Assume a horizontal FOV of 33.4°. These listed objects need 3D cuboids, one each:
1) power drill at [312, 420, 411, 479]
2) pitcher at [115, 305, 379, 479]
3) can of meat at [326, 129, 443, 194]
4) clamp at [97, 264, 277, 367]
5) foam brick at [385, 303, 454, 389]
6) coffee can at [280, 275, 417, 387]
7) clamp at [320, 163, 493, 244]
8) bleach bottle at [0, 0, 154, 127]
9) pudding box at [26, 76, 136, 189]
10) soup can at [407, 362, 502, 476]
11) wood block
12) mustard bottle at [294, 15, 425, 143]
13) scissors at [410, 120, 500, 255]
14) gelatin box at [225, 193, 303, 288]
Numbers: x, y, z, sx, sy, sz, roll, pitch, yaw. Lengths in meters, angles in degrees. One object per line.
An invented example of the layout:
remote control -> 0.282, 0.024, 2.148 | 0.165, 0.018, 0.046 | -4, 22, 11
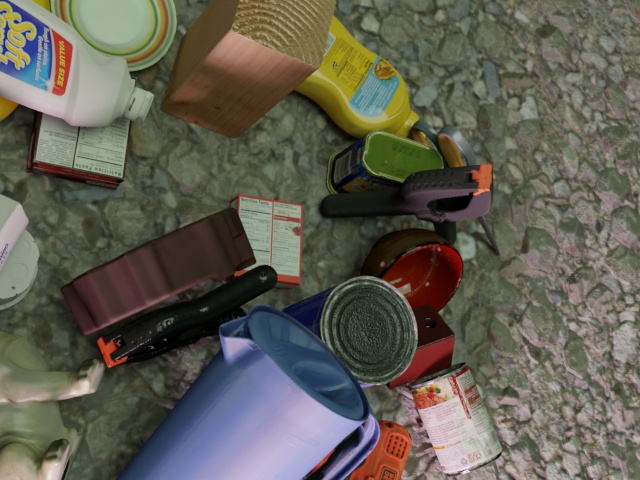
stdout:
power drill -> -0.011, 0.238, 1.043 | 0.187, 0.057, 0.184 | 29, 66, -19
pitcher -> -0.074, 0.189, 0.921 | 0.149, 0.144, 0.243 | 45, 104, 14
can of meat -> 0.070, -0.074, 1.147 | 0.102, 0.084, 0.057 | 15, 71, -22
clamp -> -0.119, 0.071, 0.988 | 0.171, 0.120, 0.039 | -19, 66, -36
foam brick -> 0.093, 0.110, 1.111 | 0.078, 0.051, 0.053 | -18, 44, -20
coffee can -> 0.016, 0.098, 1.043 | 0.102, 0.141, 0.103 | 7, 74, -24
clamp -> 0.102, -0.040, 1.092 | 0.164, 0.210, 0.036 | 11, 73, -16
bleach bottle -> -0.271, -0.178, 0.975 | 0.250, 0.068, 0.102 | 23, 78, -12
pudding box -> -0.231, -0.113, 1.038 | 0.089, 0.039, 0.113 | 12, 74, -23
soup can -> 0.142, 0.188, 1.122 | 0.068, 0.069, 0.102 | -21, 87, -29
wood block -> -0.073, -0.183, 1.036 | 0.090, 0.206, 0.091 | 20, 69, -20
mustard bottle -> 0.039, -0.168, 1.171 | 0.191, 0.058, 0.096 | 37, 58, -12
scissors -> 0.150, -0.063, 1.184 | 0.016, 0.201, 0.096 | -43, 53, -15
gelatin box -> -0.057, 0.001, 1.097 | 0.073, 0.030, 0.089 | 8, 73, -23
